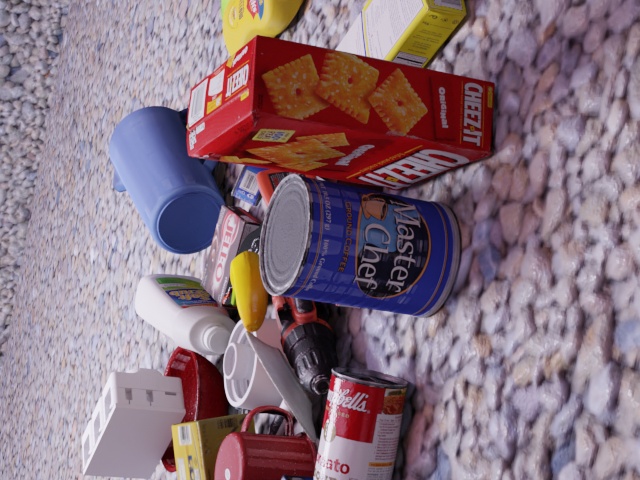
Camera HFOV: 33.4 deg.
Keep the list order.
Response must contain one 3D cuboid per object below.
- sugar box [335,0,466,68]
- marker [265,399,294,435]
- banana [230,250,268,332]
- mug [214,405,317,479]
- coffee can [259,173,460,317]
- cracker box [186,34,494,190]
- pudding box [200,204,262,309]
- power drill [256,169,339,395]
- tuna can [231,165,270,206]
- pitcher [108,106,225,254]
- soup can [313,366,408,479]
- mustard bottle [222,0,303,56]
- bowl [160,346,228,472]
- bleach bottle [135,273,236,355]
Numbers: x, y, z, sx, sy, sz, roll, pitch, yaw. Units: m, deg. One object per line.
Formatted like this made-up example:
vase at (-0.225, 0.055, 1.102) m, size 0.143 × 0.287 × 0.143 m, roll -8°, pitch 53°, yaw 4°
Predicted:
sugar box at (0.071, -0.196, 1.012) m, size 0.176 × 0.048 × 0.093 m, roll 128°, pitch 144°, yaw -53°
marker at (-0.053, 0.217, 1.159) m, size 0.020 × 0.020 × 0.121 m, roll -109°, pitch 37°, yaw -48°
banana at (-0.075, 0.048, 1.134) m, size 0.198 × 0.037 × 0.069 m, roll -147°, pitch 53°, yaw -81°
mug at (-0.056, 0.227, 1.087) m, size 0.093 × 0.081 × 0.117 m, roll 162°, pitch 115°, yaw -63°
coffee can at (0.032, 0.006, 0.903) m, size 0.103 × 0.140 × 0.103 m, roll -170°, pitch 90°, yaw -66°
cracker box at (0.012, -0.099, 0.897) m, size 0.164 × 0.213 × 0.072 m, roll 162°, pitch 113°, yaw -64°
pudding box at (-0.109, 0.020, 1.335) m, size 0.090 × 0.039 × 0.113 m, roll 35°, pitch 113°, yaw 64°
power drill at (-0.020, 0.035, 1.034) m, size 0.184 × 0.057 × 0.188 m, roll -116°, pitch 20°, yaw -61°
tuna can at (-0.072, -0.084, 1.261) m, size 0.086 × 0.033 × 0.086 m, roll -64°, pitch 2°, yaw 3°
pitcher at (-0.205, -0.091, 1.505) m, size 0.243 × 0.144 × 0.149 m, roll -124°, pitch 36°, yaw -53°
soup can at (0.034, 0.167, 0.926) m, size 0.069 × 0.068 × 0.102 m, roll -165°, pitch 85°, yaw -66°
mustard bottle at (-0.064, -0.302, 1.338) m, size 0.192 × 0.058 × 0.096 m, roll -28°, pitch 56°, yaw 60°
bowl at (-0.157, 0.213, 1.350) m, size 0.162 × 0.055 × 0.162 m, roll -170°, pitch 90°, yaw -66°
bleach bottle at (-0.156, 0.098, 1.341) m, size 0.251 × 0.102 × 0.068 m, roll -158°, pitch 77°, yaw -64°
